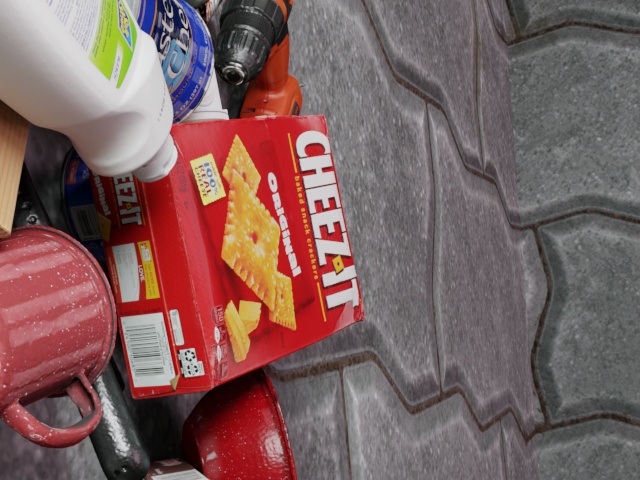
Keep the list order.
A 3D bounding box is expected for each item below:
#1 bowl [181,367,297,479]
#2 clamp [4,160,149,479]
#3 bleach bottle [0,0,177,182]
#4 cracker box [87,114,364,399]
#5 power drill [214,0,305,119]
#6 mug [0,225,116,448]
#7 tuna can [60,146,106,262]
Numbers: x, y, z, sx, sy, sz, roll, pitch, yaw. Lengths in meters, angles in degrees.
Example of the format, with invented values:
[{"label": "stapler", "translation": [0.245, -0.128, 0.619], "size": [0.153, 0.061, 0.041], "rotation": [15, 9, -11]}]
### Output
[{"label": "bowl", "translation": [-0.061, 0.167, 0.748], "size": [0.162, 0.055, 0.162], "rotation": [173, -90, -73]}, {"label": "clamp", "translation": [-0.149, 0.034, 0.611], "size": [0.165, 0.036, 0.210], "rotation": [39, -30, 66]}, {"label": "bleach bottle", "translation": [-0.127, -0.099, 0.484], "size": [0.250, 0.068, 0.102], "rotation": [61, 30, -55]}, {"label": "cracker box", "translation": [-0.055, 0.001, 0.730], "size": [0.213, 0.072, 0.164], "rotation": [-16, 96, -60]}, {"label": "power drill", "translation": [-0.051, -0.152, 0.924], "size": [0.188, 0.057, 0.184], "rotation": [94, 9, -51]}, {"label": "mug", "translation": [-0.154, 0.053, 0.523], "size": [0.117, 0.093, 0.081], "rotation": [52, 24, 7]}, {"label": "tuna can", "translation": [-0.142, -0.029, 0.739], "size": [0.086, 0.034, 0.086], "rotation": [-6, 90, -71]}]
